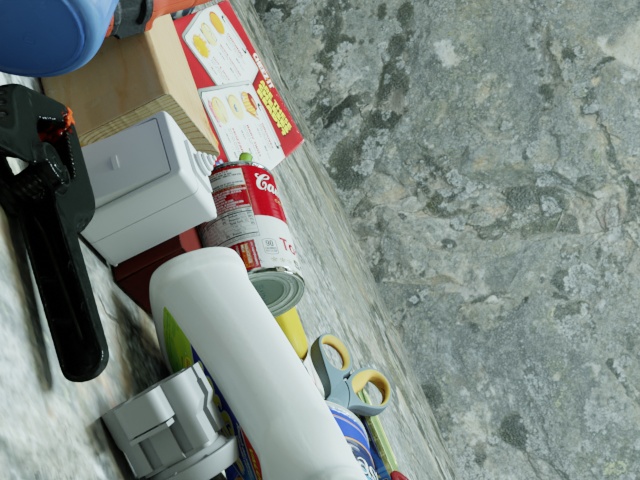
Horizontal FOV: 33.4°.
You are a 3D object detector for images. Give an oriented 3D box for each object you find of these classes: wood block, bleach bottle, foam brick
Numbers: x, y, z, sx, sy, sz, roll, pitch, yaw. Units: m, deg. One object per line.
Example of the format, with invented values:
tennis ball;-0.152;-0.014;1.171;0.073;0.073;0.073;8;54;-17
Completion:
wood block;-0.159;-0.144;0.804;0.206;0.090;0.090;68;7;30
bleach bottle;-0.029;0.105;0.631;0.251;0.068;0.102;-134;-148;-52
foam brick;-0.115;0.001;0.749;0.051;0.053;0.078;57;10;-51

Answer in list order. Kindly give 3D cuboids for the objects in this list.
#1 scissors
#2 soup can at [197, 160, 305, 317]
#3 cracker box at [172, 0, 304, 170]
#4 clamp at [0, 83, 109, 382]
scissors;0.001;0.125;0.898;0.096;0.016;0.201;50;23;17
soup can;-0.055;0.001;0.786;0.068;0.068;0.102;56;14;-55
cracker box;-0.108;-0.123;0.991;0.164;0.072;0.213;62;22;-11
clamp;-0.154;-0.023;0.584;0.164;0.036;0.210;62;6;-17
